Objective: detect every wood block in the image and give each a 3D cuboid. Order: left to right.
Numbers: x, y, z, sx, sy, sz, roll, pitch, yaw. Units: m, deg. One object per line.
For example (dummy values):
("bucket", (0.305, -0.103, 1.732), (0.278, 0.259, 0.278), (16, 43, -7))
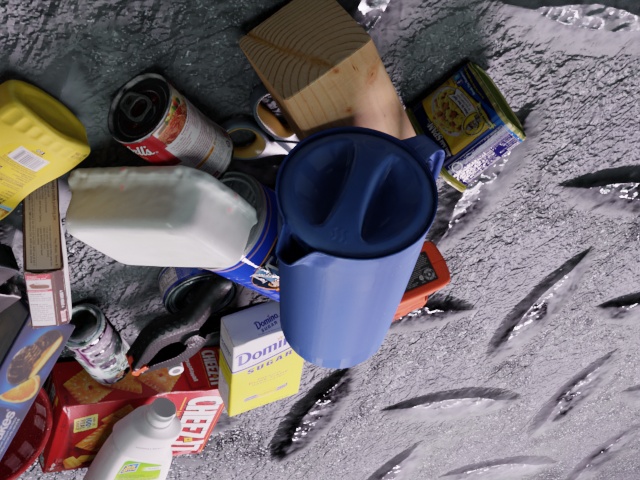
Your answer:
("wood block", (0.018, -0.118, 0.969), (0.090, 0.091, 0.206), (-36, 145, 0))

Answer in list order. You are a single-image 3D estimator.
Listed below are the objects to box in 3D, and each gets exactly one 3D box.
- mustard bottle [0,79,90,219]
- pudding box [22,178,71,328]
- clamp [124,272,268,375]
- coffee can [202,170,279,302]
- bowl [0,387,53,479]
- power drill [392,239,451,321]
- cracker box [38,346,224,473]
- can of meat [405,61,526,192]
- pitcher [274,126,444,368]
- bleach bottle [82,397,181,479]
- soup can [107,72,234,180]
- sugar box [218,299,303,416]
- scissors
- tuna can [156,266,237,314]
("mustard bottle", (-0.300, -0.056, 0.925), (0.192, 0.058, 0.096), (-34, 145, 17))
("pudding box", (-0.256, 0.011, 0.991), (0.039, 0.113, 0.090), (-6, 143, -13))
("clamp", (-0.134, 0.098, 1.182), (0.172, 0.039, 0.120), (-34, 141, 18))
("coffee can", (-0.057, 0.001, 1.094), (0.103, 0.103, 0.140), (-36, 144, 20))
("bowl", (-0.385, 0.206, 1.195), (0.161, 0.055, 0.162), (-21, 127, -31))
("power drill", (0.059, 0.069, 1.234), (0.184, 0.057, 0.188), (-24, 171, -18))
("cracker box", (-0.232, 0.211, 1.315), (0.213, 0.072, 0.164), (-2, 142, -27))
("can of meat", (0.142, -0.114, 1.045), (0.084, 0.102, 0.057), (-39, 143, 20))
("pitcher", (0.030, 0.014, 0.966), (0.149, 0.145, 0.243), (2, 149, -4))
("bleach bottle", (-0.221, 0.269, 1.283), (0.102, 0.068, 0.251), (1, 139, -33))
("soup can", (-0.132, -0.095, 0.953), (0.068, 0.068, 0.102), (-32, 145, 15))
("sugar box", (-0.066, 0.133, 1.212), (0.093, 0.048, 0.176), (-18, 152, -17))
("scissors", (-0.037, -0.083, 1.064), (0.096, 0.016, 0.201), (-27, 145, 4))
("tuna can", (-0.135, 0.050, 1.180), (0.086, 0.034, 0.086), (-14, 145, -10))
